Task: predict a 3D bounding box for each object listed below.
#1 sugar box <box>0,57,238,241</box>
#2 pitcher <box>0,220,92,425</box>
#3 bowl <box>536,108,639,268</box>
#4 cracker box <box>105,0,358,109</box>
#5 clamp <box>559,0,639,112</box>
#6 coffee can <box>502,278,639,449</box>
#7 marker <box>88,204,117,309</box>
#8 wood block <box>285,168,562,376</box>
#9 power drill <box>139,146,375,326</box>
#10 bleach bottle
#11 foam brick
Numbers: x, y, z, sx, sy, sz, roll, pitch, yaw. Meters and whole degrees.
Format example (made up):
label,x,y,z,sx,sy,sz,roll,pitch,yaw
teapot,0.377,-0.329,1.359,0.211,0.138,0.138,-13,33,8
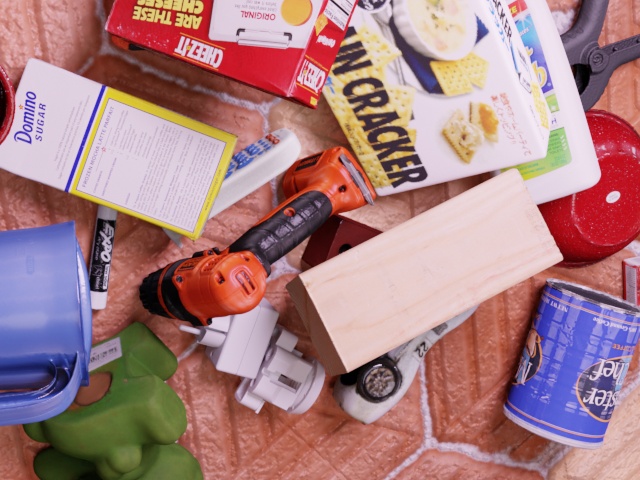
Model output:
label,x,y,z,sx,sy,sz,roll,pitch,yaw
sugar box,-0.164,-0.073,0.864,0.176,0.048,0.093,22,95,-3
pitcher,-0.298,0.067,0.819,0.242,0.149,0.145,-6,91,-12
bowl,0.270,-0.045,1.041,0.162,0.055,0.162,-5,105,-18
cracker box,-0.044,-0.225,0.796,0.164,0.072,0.214,23,94,20
clamp,0.251,-0.185,1.007,0.171,0.039,0.120,-42,111,-5
coffee can,0.249,0.120,1.049,0.102,0.103,0.140,14,98,-22
marker,-0.185,-0.001,0.912,0.020,0.020,0.121,6,102,-21
wood block,0.085,0.028,0.906,0.206,0.091,0.090,-26,87,-12
power drill,-0.056,0.001,0.897,0.187,0.185,0.057,-42,108,-26
bleach bottle,0.168,-0.158,0.960,0.103,0.068,0.251,-17,98,22
foam brick,0.033,0.011,0.974,0.078,0.051,0.053,19,96,-22
